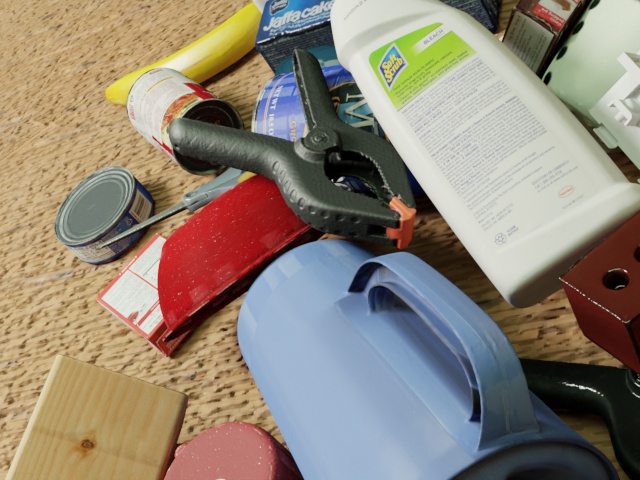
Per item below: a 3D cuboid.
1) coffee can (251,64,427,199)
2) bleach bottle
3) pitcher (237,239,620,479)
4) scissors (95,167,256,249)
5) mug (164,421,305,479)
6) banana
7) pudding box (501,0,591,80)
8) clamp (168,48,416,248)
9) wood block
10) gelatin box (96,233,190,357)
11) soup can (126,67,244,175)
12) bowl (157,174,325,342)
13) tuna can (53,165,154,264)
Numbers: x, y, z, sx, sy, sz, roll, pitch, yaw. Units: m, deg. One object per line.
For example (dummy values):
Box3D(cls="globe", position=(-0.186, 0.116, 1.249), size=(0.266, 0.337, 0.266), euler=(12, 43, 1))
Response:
Box3D(cls="coffee can", position=(0.037, -0.079, 0.763), size=(0.141, 0.102, 0.102), euler=(-4, 52, 34))
Box3D(cls="bleach bottle", position=(0.086, -0.087, 0.642), size=(0.102, 0.068, 0.251), euler=(-34, 68, 8))
Box3D(cls="pitcher", position=(0.041, 0.087, 0.580), size=(0.149, 0.144, 0.243), euler=(-51, 35, 7))
Box3D(cls="scissors", position=(-0.090, -0.031, 0.849), size=(0.201, 0.016, 0.096), euler=(-31, 21, -3))
Box3D(cls="mug", position=(-0.047, 0.155, 0.634), size=(0.093, 0.081, 0.117), euler=(-48, 42, -9))
Box3D(cls="banana", position=(-0.122, -0.171, 1.016), size=(0.198, 0.037, 0.069), euler=(-28, 25, 11))
Box3D(cls="pudding box", position=(0.159, -0.154, 0.738), size=(0.039, 0.113, 0.090), euler=(32, 73, 11))
Box3D(cls="clamp", position=(0.001, -0.060, 0.680), size=(0.172, 0.039, 0.120), euler=(33, 63, 21))
Box3D(cls="wood block", position=(-0.156, 0.189, 0.653), size=(0.091, 0.090, 0.206), euler=(18, 57, -3))
Box3D(cls="gelatin box", position=(-0.123, 0.041, 0.830), size=(0.073, 0.030, 0.089), euler=(-49, 41, -13))
Box3D(cls="soup can", position=(-0.119, -0.105, 0.928), size=(0.068, 0.068, 0.102), euler=(-45, 41, -7))
Box3D(cls="bowl", position=(-0.055, 0.001, 0.725), size=(0.162, 0.055, 0.162), euler=(-36, -4, -3))
Box3D(cls="tuna can", position=(-0.188, -0.022, 0.930), size=(0.086, 0.033, 0.086), euler=(-20, 45, 21))
